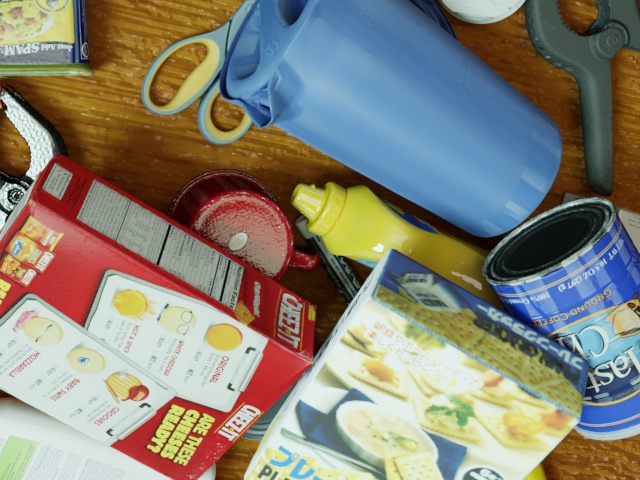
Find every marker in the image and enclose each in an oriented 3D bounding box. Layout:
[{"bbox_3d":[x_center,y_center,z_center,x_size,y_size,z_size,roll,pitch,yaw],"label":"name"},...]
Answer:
[{"bbox_3d":[0.018,0.030,0.855,0.020,0.020,0.121,-34,105,-5],"label":"marker"}]

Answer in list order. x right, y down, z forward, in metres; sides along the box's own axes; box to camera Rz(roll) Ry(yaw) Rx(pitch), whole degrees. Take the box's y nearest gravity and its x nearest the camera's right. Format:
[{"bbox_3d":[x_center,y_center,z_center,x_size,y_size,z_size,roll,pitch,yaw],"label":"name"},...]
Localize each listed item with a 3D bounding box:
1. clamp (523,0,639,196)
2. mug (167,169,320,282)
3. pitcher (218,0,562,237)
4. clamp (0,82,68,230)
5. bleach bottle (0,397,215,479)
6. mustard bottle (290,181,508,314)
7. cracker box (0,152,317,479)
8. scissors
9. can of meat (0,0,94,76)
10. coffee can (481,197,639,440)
[{"bbox_3d":[0.239,-0.163,0.862,0.164,0.036,0.210,-36,103,-4],"label":"clamp"},{"bbox_3d":[-0.055,0.001,0.801,0.117,0.081,0.093,20,95,-16],"label":"mug"},{"bbox_3d":[0.060,-0.111,0.784,0.242,0.145,0.149,30,101,-25],"label":"pitcher"},{"bbox_3d":[-0.209,-0.030,0.782,0.120,0.039,0.171,-4,105,-13],"label":"clamp"},{"bbox_3d":[-0.212,0.163,0.805,0.250,0.068,0.102,26,94,-14],"label":"bleach bottle"},{"bbox_3d":[0.064,0.005,0.821,0.191,0.096,0.058,25,93,-16],"label":"mustard bottle"},{"bbox_3d":[-0.134,0.060,0.739,0.213,0.072,0.164,32,123,-17],"label":"cracker box"},{"bbox_3d":[-0.045,-0.154,0.810,0.201,0.016,0.096,-40,107,-4],"label":"scissors"},{"bbox_3d":[-0.213,-0.158,0.750,0.102,0.057,0.084,-3,98,-13],"label":"can of meat"},{"bbox_3d":[0.193,0.055,0.759,0.102,0.103,0.140,-34,105,-5],"label":"coffee can"}]
